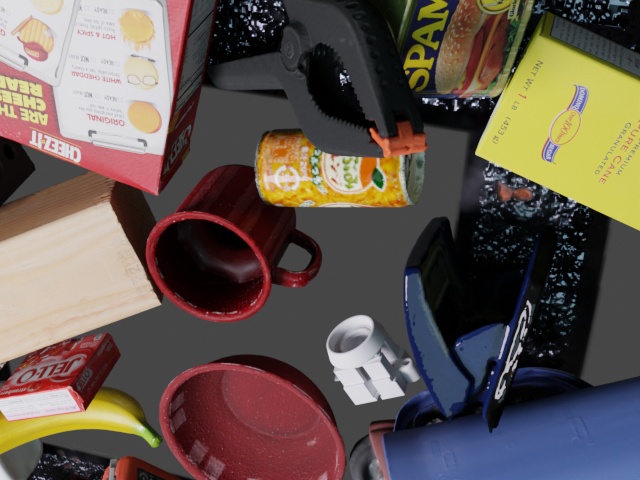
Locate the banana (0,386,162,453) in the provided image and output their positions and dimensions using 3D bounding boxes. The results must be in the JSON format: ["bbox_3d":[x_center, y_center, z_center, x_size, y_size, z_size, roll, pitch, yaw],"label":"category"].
[{"bbox_3d":[-0.240,0.162,0.933,0.197,0.069,0.037,-9,124,-7],"label":"banana"}]

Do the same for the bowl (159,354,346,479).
[{"bbox_3d":[-0.049,0.148,0.882,0.162,0.055,0.162,10,126,14],"label":"bowl"}]

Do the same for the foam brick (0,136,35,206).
[{"bbox_3d":[-0.264,-0.051,0.810,0.051,0.078,0.053,-13,120,27],"label":"foam brick"}]

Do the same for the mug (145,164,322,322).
[{"bbox_3d":[-0.055,0.001,0.764,0.117,0.081,0.093,15,127,10],"label":"mug"}]

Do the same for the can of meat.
[{"bbox_3d":[0.071,-0.130,0.621,0.083,0.057,0.102,-4,132,-22],"label":"can of meat"}]

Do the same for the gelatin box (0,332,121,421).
[{"bbox_3d":[-0.225,0.117,0.914,0.089,0.073,0.030,-12,119,27],"label":"gelatin box"}]

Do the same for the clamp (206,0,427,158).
[{"bbox_3d":[-0.008,-0.109,0.634,0.210,0.036,0.165,57,144,31],"label":"clamp"}]

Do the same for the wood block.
[{"bbox_3d":[-0.226,0.026,0.797,0.206,0.091,0.090,-20,115,7],"label":"wood block"}]

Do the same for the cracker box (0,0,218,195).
[{"bbox_3d":[-0.153,-0.156,0.699,0.164,0.072,0.214,21,129,6],"label":"cracker box"}]

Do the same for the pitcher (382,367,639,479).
[{"bbox_3d":[0.168,0.159,0.739,0.243,0.145,0.149,-17,85,4],"label":"pitcher"}]

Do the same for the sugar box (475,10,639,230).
[{"bbox_3d":[0.195,-0.059,0.653,0.176,0.048,0.093,26,128,3],"label":"sugar box"}]
